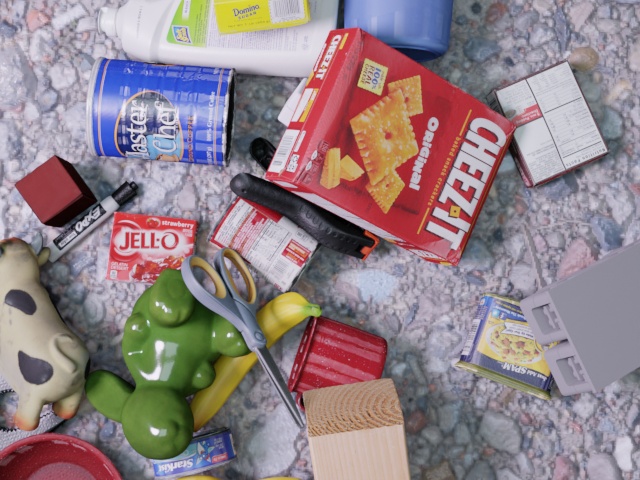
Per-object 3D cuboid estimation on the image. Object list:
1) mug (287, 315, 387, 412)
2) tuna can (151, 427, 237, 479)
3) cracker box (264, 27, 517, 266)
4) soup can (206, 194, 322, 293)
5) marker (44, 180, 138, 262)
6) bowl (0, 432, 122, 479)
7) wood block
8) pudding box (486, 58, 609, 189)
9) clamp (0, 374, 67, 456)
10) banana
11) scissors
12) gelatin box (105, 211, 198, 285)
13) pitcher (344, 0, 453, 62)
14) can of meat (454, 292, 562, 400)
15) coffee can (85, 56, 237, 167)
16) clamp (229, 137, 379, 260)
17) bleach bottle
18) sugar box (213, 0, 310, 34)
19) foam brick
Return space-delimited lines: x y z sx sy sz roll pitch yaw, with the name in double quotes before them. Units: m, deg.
"mug" 0.014 0.136 1.093 0.081 0.093 0.117 19 117 -4
"tuna can" -0.129 0.215 1.082 0.086 0.086 0.034 -13 85 -1
"cracker box" 0.075 -0.090 1.065 0.213 0.072 0.164 26 85 -27
"soup can" -0.057 0.001 1.105 0.102 0.068 0.068 34 87 1
"marker" -0.242 -0.022 1.130 0.121 0.020 0.020 -39 87 -3
"bowl" -0.271 0.276 1.092 0.162 0.055 0.162 0 86 0
"wood block" 0.043 0.250 1.039 0.091 0.090 0.206 -9 112 -1
"pudding box" 0.240 -0.123 1.130 0.090 0.039 0.113 -23 89 -3
"clamp" -0.359 0.189 1.106 0.210 0.036 0.164 4 85 -2
"banana" -0.074 0.115 1.095 0.037 0.069 0.198 40 107 -12
"scissors" -0.078 0.086 1.014 0.016 0.096 0.202 -43 50 30
"gelatin box" -0.177 0.011 1.123 0.089 0.030 0.073 7 86 0
"pitcher" 0.092 -0.311 1.105 0.149 0.145 0.243 2 90 12
"can of meat" 0.201 0.108 1.105 0.102 0.057 0.084 20 84 0
"coffee can" -0.161 -0.131 1.096 0.140 0.103 0.103 5 86 0
"clamp" -0.016 -0.043 1.107 0.171 0.120 0.039 33 121 -18
"bleach bottle" -0.107 -0.229 1.124 0.251 0.068 0.102 5 78 4
"sugar box" -0.065 -0.284 1.089 0.093 0.048 0.176 -7 51 -1
"foam brick" -0.272 -0.049 1.103 0.053 0.078 0.051 -35 89 -3
